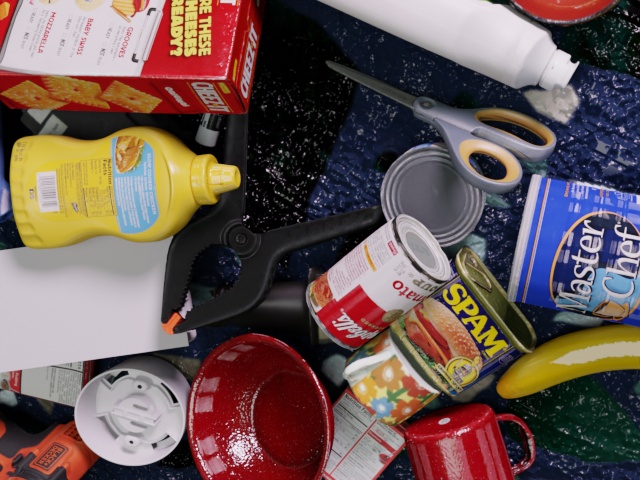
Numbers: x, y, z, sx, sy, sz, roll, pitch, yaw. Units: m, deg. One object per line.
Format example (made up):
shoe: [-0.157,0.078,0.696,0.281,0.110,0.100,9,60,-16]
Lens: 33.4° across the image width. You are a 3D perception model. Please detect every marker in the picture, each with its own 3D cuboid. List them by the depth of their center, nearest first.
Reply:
marker: [-0.082,-0.139,0.921,0.020,0.020,0.121,23,109,8]

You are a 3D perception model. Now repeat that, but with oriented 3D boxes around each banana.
banana: [0.245,0.102,0.887,0.198,0.037,0.069,-1,103,15]

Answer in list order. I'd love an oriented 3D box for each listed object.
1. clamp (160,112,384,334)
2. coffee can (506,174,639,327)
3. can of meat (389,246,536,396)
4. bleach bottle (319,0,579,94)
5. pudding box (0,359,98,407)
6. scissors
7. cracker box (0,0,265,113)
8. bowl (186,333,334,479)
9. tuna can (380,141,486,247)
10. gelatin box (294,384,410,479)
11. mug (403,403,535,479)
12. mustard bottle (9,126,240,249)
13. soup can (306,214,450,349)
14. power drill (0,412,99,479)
clamp: [-0.056,0.001,0.911,0.164,0.036,0.210,32,86,3]
coffee can: [0.225,0.012,0.833,0.140,0.102,0.103,12,107,12]
can of meat: [0.118,0.071,0.903,0.084,0.057,0.102,-37,92,23]
bleach bottle: [0.079,-0.181,0.821,0.251,0.102,0.068,29,115,7]
pudding box: [-0.269,0.104,1.026,0.113,0.039,0.090,11,104,9]
scissors: [0.087,-0.091,0.859,0.202,0.096,0.016,16,141,8]
cracker box: [-0.155,-0.189,0.866,0.214,0.072,0.164,3,72,14]
bowl: [-0.043,0.163,0.954,0.162,0.055,0.162,-1,88,35]
tuna can: [0.095,-0.039,0.892,0.086,0.033,0.086,4,105,14]
gelatin box: [0.031,0.181,0.970,0.073,0.030,0.089,39,111,4]
mug: [0.131,0.188,0.920,0.117,0.093,0.081,-18,95,-13]
mustard bottle: [-0.159,-0.046,0.885,0.192,0.058,0.096,-3,93,15]
soup can: [0.047,0.034,0.871,0.102,0.068,0.068,-39,92,26]
power drill: [-0.324,0.211,1.003,0.188,0.184,0.057,21,125,16]
